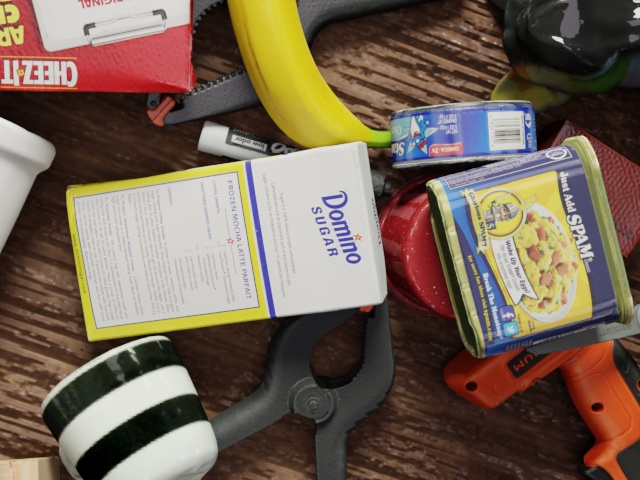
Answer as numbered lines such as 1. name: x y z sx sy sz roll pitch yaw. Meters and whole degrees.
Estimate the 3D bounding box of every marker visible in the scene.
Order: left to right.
1. marker: -0.015 -0.047 0.652 0.121 0.020 0.020 16 92 -6

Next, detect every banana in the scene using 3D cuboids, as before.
1. banana: -0.019 -0.122 0.605 0.069 0.037 0.198 -41 123 -31

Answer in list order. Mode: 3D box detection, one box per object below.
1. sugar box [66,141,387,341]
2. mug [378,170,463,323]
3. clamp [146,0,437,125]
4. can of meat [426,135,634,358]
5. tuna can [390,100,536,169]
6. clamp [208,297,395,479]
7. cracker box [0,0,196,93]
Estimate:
1. sugar box: -0.054 0.001 0.620 0.176 0.048 0.093 -7 95 9
2. mug: 0.094 0.008 0.633 0.117 0.081 0.093 16 92 -6
3. clamp: -0.021 -0.142 0.637 0.164 0.036 0.210 36 93 -13
4. can of meat: 0.108 0.005 0.564 0.084 0.057 0.102 -15 94 -1
5. tuna can: 0.084 -0.061 0.627 0.086 0.086 0.034 -4 92 -5
6. clamp: -0.016 0.097 0.652 0.120 0.039 0.171 20 95 -11
7. cracker box: -0.148 -0.188 0.562 0.164 0.072 0.214 1 103 -4
